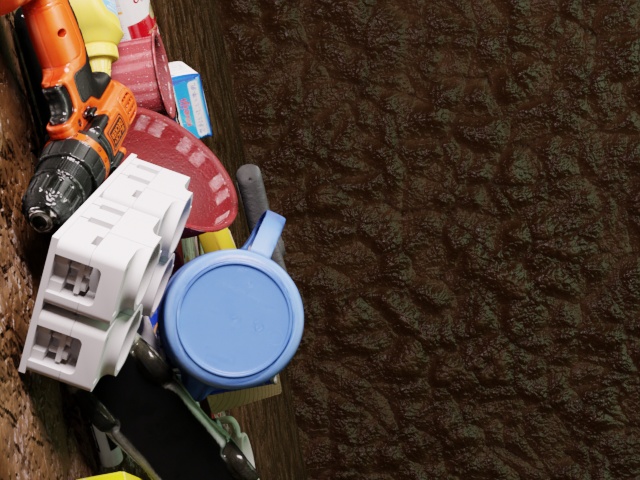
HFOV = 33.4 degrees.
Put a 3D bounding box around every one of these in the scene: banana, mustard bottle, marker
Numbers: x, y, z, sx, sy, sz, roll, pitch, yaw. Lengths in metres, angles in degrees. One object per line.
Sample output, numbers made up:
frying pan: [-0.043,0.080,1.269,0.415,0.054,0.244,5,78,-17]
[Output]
banana: [-0.101,0.027,1.192,0.198,0.037,0.069,60,4,26]
mustard bottle: [-0.229,-0.248,1.047,0.096,0.058,0.191,79,1,-84]
marker: [-0.185,0.131,0.873,0.020,0.020,0.121,-97,176,-67]

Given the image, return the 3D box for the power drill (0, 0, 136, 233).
power drill: [-0.203,-0.120,0.790,0.184,0.057,0.187,-80,159,-54]

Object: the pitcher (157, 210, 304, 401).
pitcher: [-0.075,0.058,0.925,0.243,0.145,0.149,148,-77,-82]

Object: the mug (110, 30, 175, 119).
mug: [-0.200,-0.157,1.119,0.117,0.081,0.093,78,2,-50]

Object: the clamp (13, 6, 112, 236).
clamp: [-0.214,-0.083,0.898,0.164,0.036,0.210,56,27,-65]

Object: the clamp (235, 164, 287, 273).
clamp: [-0.057,0.001,1.098,0.120,0.039,0.171,-95,173,-81]

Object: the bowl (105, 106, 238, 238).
bowl: [-0.161,-0.055,1.046,0.162,0.055,0.162,33,30,-22]

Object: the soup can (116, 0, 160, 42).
soup can: [-0.223,-0.254,1.201,0.068,0.068,0.102,-98,177,-50]
